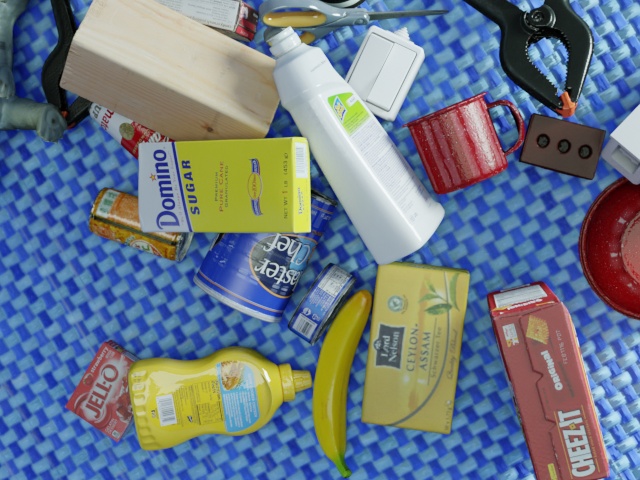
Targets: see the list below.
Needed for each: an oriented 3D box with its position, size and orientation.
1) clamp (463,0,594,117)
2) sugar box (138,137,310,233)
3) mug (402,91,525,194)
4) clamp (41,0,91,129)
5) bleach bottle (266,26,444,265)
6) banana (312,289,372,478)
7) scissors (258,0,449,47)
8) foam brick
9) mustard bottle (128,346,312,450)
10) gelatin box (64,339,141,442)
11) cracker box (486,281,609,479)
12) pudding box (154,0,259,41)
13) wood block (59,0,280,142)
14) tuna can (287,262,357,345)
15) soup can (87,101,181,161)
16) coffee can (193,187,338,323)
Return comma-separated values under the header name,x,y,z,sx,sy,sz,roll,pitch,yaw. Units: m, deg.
name,x,y,z,sx,sy,sz,roll,pitch,yaw
clamp,0.228,-0.228,1.083,0.164,0.036,0.210,-25,73,7
sugar box,-0.097,-0.053,1.055,0.176,0.048,0.093,0,91,22
mug,0.152,-0.102,1.091,0.117,0.093,0.081,-21,95,15
clamp,-0.249,-0.204,1.166,0.120,0.039,0.171,7,91,12
bleach bottle,0.028,-0.103,1.076,0.068,0.102,0.251,-26,102,31
banana,0.023,0.148,1.137,0.070,0.037,0.198,7,93,44
scissors,0.027,-0.227,1.131,0.201,0.096,0.016,0,71,-22
foam brick,0.248,-0.096,1.098,0.078,0.051,0.053,14,95,6
mustard bottle,-0.104,0.163,1.143,0.191,0.058,0.096,-9,101,-4
gelatin box,-0.230,0.167,1.185,0.073,0.030,0.089,33,96,5
cracker box,0.216,0.131,1.032,0.072,0.213,0.164,-16,91,8
pudding box,-0.128,-0.241,1.121,0.113,0.090,0.039,12,95,7
wood block,-0.147,-0.166,1.086,0.206,0.091,0.090,25,60,-11
tuna can,0.002,0.066,1.122,0.034,0.086,0.086,33,96,6
soup can,-0.190,-0.126,1.147,0.102,0.068,0.068,43,97,4
coffee can,-0.057,0.001,1.118,0.103,0.102,0.140,27,96,5
